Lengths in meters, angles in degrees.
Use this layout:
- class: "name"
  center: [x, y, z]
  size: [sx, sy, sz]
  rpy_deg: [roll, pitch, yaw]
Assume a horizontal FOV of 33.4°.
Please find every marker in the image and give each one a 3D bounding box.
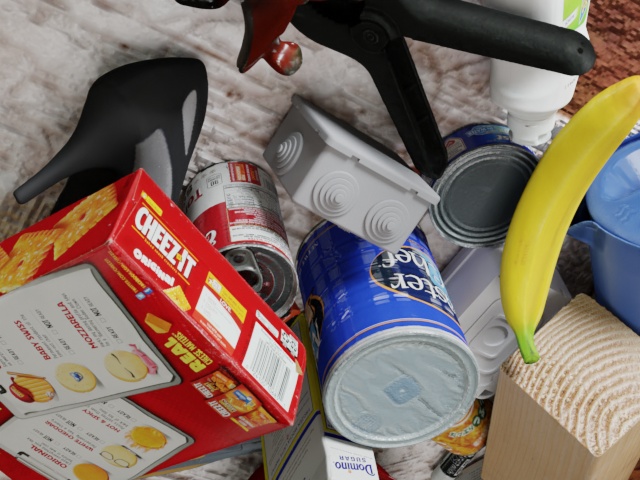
- class: "marker"
  center: [0.134, 0.166, 0.910]
  size: [0.020, 0.020, 0.121]
  rpy_deg: [21, 119, -24]

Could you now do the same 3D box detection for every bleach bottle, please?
- class: "bleach bottle"
  center: [0.126, -0.164, 0.620]
  size: [0.068, 0.102, 0.251]
  rpy_deg: [21, 134, 28]

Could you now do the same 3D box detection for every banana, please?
- class: "banana"
  center: [0.159, -0.020, 0.701]
  size: [0.037, 0.070, 0.198]
  rpy_deg: [5, 111, -35]

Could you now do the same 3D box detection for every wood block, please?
- class: "wood block"
  center: [0.188, 0.142, 0.801]
  size: [0.090, 0.091, 0.206]
  rpy_deg: [-38, 152, -19]

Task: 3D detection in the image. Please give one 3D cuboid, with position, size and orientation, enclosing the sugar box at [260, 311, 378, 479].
- class: "sugar box"
  center: [-0.005, 0.142, 0.768]
  size: [0.048, 0.176, 0.093]
  rpy_deg: [16, 121, -21]

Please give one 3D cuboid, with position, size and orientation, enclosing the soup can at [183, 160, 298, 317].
- class: "soup can"
  center: [-0.055, 0.001, 0.702]
  size: [0.068, 0.102, 0.068]
  rpy_deg: [-5, 127, -7]

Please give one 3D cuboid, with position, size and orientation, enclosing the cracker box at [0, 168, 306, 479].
- class: "cracker box"
  center: [-0.140, 0.069, 0.651]
  size: [0.214, 0.072, 0.164]
  rpy_deg: [-23, 123, 29]

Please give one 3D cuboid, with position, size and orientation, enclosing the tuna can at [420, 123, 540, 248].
- class: "tuna can"
  center: [0.114, -0.038, 0.747]
  size: [0.086, 0.034, 0.086]
  rpy_deg: [-5, 127, -7]

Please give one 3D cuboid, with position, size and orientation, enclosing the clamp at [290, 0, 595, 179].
- class: "clamp"
  center: [0.046, -0.131, 0.622]
  size: [0.210, 0.036, 0.165]
  rpy_deg: [42, 146, -15]

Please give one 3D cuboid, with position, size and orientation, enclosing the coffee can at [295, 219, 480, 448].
- class: "coffee can"
  center: [0.042, 0.057, 0.737]
  size: [0.102, 0.140, 0.103]
  rpy_deg: [-5, 127, -7]
